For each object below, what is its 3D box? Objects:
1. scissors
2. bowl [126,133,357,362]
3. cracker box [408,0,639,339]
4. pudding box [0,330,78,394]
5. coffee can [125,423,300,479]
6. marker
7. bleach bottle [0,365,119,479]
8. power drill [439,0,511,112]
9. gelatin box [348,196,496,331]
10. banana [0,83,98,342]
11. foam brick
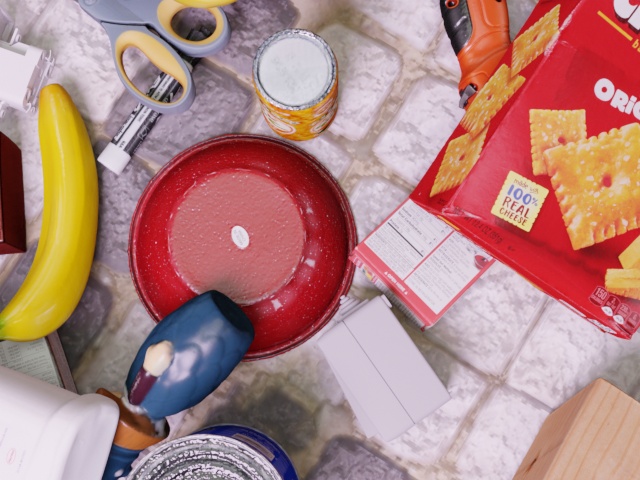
[{"bbox_3d":[-0.141,-0.176,0.756,0.096,0.016,0.202,-38,75,-3],"label":"scissors"},{"bbox_3d":[-0.055,0.001,0.723,0.162,0.055,0.162,0,83,1],"label":"bowl"},{"bbox_3d":[0.185,-0.067,0.679,0.164,0.072,0.214,33,92,-19],"label":"cracker box"},{"bbox_3d":[-0.208,0.121,0.719,0.090,0.039,0.113,-19,86,-4],"label":"pudding box"},{"bbox_3d":[-0.064,0.167,0.658,0.103,0.140,0.103,0,83,1],"label":"coffee can"},{"bbox_3d":[-0.115,-0.101,0.754,0.020,0.020,0.121,34,85,5],"label":"marker"},{"bbox_3d":[-0.252,0.100,0.650,0.251,0.068,0.102,20,97,16],"label":"bleach bottle"},{"bbox_3d":[0.137,-0.192,0.744,0.184,0.057,0.188,-18,81,-1],"label":"power drill"},{"bbox_3d":[0.076,0.005,0.726,0.073,0.030,0.089,45,74,6],"label":"gelatin box"},{"bbox_3d":[-0.179,-0.011,0.718,0.037,0.069,0.197,-9,58,27],"label":"banana"},{"bbox_3d":[-0.236,-0.031,0.732,0.053,0.051,0.078,-5,82,1],"label":"foam brick"}]
